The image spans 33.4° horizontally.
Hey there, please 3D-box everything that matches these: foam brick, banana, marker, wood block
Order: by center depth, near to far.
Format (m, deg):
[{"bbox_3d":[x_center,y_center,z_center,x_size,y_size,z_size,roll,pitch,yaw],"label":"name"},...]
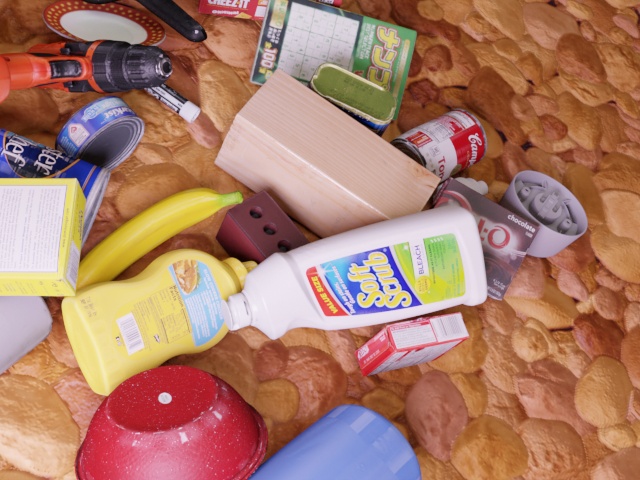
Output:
[{"bbox_3d":[-0.168,-0.003,1.008,0.197,0.070,0.037,-36,106,-25],"label":"banana"},{"bbox_3d":[-0.057,0.001,1.059,0.052,0.051,0.078,-32,75,-35],"label":"foam brick"},{"bbox_3d":[0.006,-0.072,1.111,0.206,0.090,0.090,34,52,1],"label":"wood block"},{"bbox_3d":[-0.182,-0.168,1.140,0.121,0.020,0.020,36,52,3],"label":"marker"}]

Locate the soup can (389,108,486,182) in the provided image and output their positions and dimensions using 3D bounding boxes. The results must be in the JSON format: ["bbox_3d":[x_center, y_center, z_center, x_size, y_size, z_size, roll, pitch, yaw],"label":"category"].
[{"bbox_3d":[0.128,-0.099,1.194,0.102,0.069,0.068,-28,72,-34],"label":"soup can"}]

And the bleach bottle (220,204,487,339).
[{"bbox_3d":[0.030,0.043,0.999,0.250,0.068,0.102,-16,106,-19],"label":"bleach bottle"}]

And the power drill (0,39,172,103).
[{"bbox_3d":[-0.257,-0.156,0.993,0.187,0.185,0.057,-17,108,-53],"label":"power drill"}]

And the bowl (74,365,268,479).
[{"bbox_3d":[-0.126,0.150,0.874,0.162,0.055,0.162,-5,28,2],"label":"bowl"}]

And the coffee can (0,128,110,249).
[{"bbox_3d":[-0.274,-0.042,0.964,0.140,0.103,0.102,22,52,-8],"label":"coffee can"}]

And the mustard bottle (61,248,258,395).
[{"bbox_3d":[-0.133,0.061,0.973,0.191,0.058,0.096,-25,101,-34],"label":"mustard bottle"}]

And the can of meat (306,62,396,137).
[{"bbox_3d":[0.023,-0.136,1.164,0.102,0.084,0.057,24,52,-6],"label":"can of meat"}]

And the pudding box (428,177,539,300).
[{"bbox_3d":[0.162,-0.001,1.137,0.113,0.039,0.090,29,85,-4],"label":"pudding box"}]

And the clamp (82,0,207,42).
[{"bbox_3d":[-0.203,-0.306,1.172,0.210,0.036,0.164,13,66,7],"label":"clamp"}]

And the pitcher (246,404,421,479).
[{"bbox_3d":[-0.018,0.248,0.866,0.242,0.145,0.149,-35,120,-39],"label":"pitcher"}]

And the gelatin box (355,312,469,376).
[{"bbox_3d":[0.088,0.100,1.039,0.089,0.073,0.030,-8,69,-27],"label":"gelatin box"}]

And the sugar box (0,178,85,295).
[{"bbox_3d":[-0.287,-0.003,0.875,0.176,0.048,0.093,0,65,3],"label":"sugar box"}]

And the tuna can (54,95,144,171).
[{"bbox_3d":[-0.215,-0.100,1.038,0.086,0.086,0.034,-33,73,-36],"label":"tuna can"}]
